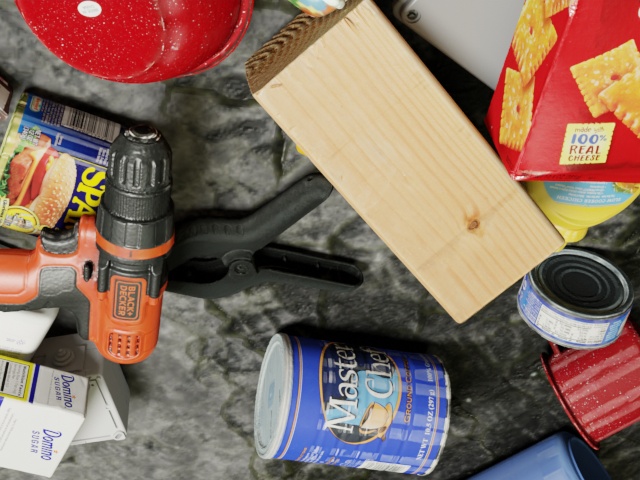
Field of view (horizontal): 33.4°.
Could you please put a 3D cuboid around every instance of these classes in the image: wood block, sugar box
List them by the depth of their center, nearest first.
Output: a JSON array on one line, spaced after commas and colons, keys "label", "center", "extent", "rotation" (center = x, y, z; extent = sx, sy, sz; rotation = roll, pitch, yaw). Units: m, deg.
[{"label": "wood block", "center": [0.053, -0.058, 0.688], "extent": [0.091, 0.090, 0.206], "rotation": [-39, 112, 9]}, {"label": "sugar box", "center": [-0.272, 0.121, 0.800], "extent": [0.176, 0.048, 0.093], "rotation": [17, 133, -22]}]

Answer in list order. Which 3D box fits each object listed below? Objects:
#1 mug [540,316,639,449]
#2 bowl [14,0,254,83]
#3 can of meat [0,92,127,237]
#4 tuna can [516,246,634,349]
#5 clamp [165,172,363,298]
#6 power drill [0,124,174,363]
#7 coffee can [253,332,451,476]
[{"label": "mug", "center": [0.239, 0.106, 0.900], "extent": [0.082, 0.093, 0.117], "rotation": [-32, 90, 16]}, {"label": "bowl", "center": [-0.122, -0.146, 0.619], "extent": [0.162, 0.055, 0.162], "rotation": [13, 137, 12]}, {"label": "can of meat", "center": [-0.182, -0.045, 0.739], "extent": [0.083, 0.057, 0.102], "rotation": [19, 128, -18]}, {"label": "tuna can", "center": [0.199, 0.043, 0.832], "extent": [0.086, 0.086, 0.034], "rotation": [3, 129, -8]}, {"label": "clamp", "center": [-0.055, 0.001, 0.802], "extent": [0.171, 0.039, 0.120], "rotation": [-6, 130, 0]}, {"label": "power drill", "center": [-0.190, -0.002, 0.700], "extent": [0.187, 0.057, 0.184], "rotation": [7, 124, -5]}, {"label": "coffee can", "center": [0.024, 0.137, 0.887], "extent": [0.140, 0.103, 0.103], "rotation": [9, 130, -13]}]
